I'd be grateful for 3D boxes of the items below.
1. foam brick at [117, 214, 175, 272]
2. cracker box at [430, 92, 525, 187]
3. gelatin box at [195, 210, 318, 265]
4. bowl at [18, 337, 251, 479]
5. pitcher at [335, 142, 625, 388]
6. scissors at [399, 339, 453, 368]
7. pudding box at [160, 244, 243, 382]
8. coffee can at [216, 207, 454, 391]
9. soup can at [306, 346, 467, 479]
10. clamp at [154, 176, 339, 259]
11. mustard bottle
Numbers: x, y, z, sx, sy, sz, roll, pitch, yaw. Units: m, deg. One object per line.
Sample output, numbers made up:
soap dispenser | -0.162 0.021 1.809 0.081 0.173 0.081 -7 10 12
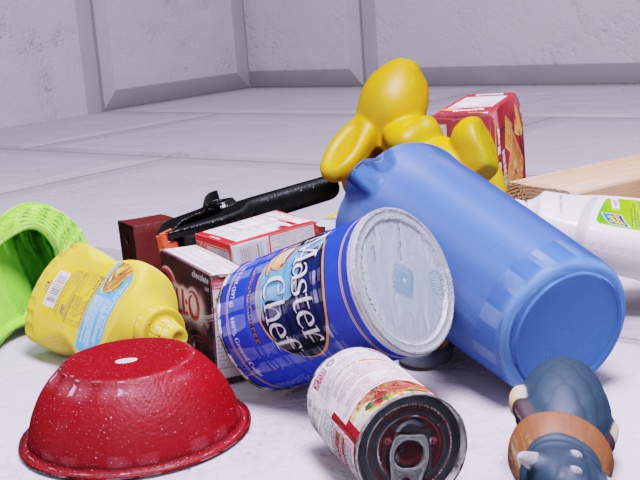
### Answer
foam brick | -0.175 0.016 1.107 0.051 0.078 0.053 -11 12 -27
cracker box | 0.180 -0.072 1.183 0.072 0.164 0.213 -2 12 18
gelatin box | -0.056 0.001 0.952 0.089 0.030 0.073 -16 16 -28
bowl | -0.130 0.107 0.738 0.162 0.055 0.162 -4 13 1
pitcher | 0.127 0.025 0.835 0.149 0.145 0.243 -9 25 -23
scissors | 0.101 0.073 0.902 0.096 0.016 0.201 10 19 42
pudding box | -0.093 0.057 0.865 0.039 0.090 0.114 -11 15 -29
coffee can | 0.009 0.045 0.759 0.141 0.103 0.102 -21 -2 42
soup can | 0.036 0.109 0.645 0.068 0.068 0.102 -8 13 -16
clamp | -0.084 -0.024 1.047 0.165 0.036 0.209 -9 13 25
mustard bottle | -0.169 0.061 0.875 0.192 0.096 0.058 12 -20 49
